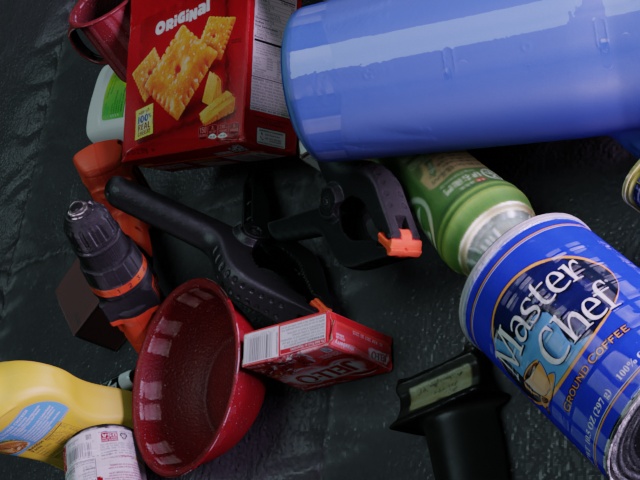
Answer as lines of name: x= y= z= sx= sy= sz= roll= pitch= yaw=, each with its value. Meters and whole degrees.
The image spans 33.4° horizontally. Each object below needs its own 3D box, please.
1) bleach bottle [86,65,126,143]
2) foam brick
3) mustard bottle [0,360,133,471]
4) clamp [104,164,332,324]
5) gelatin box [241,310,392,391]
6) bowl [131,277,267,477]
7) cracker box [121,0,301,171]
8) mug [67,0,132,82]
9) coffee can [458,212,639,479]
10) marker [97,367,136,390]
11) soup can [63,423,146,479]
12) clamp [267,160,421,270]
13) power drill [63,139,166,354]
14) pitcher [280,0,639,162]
bleach bottle: x=-0.124 y=-0.152 z=1.055 sx=0.251 sy=0.068 sz=0.102 roll=-10 pitch=59 yaw=39
foam brick: x=-0.216 y=0.060 z=1.040 sx=0.053 sy=0.051 sz=0.078 roll=-51 pitch=42 yaw=13
mustard bottle: x=-0.241 y=0.148 z=0.912 sx=0.096 sy=0.191 sz=0.058 roll=-39 pitch=46 yaw=24
clamp: x=-0.056 y=0.001 z=0.880 sx=0.210 sy=0.164 sz=0.036 roll=40 pitch=124 yaw=27
gelatin box: x=-0.002 y=0.084 z=0.795 sx=0.089 sy=0.073 sz=0.030 roll=-18 pitch=58 yaw=37
bowl: x=-0.092 y=0.114 z=0.871 sx=0.162 sy=0.055 sz=0.162 roll=-25 pitch=57 yaw=46
cracker box: x=-0.098 y=-0.175 z=0.938 sx=0.164 sy=0.071 sz=0.214 roll=-3 pitch=83 yaw=43
mug: x=-0.194 y=-0.205 z=1.047 sx=0.117 sy=0.081 sz=0.093 roll=-16 pitch=40 yaw=26
coffee can: x=0.161 y=0.062 z=0.620 sx=0.103 sy=0.102 sz=0.140 roll=-53 pitch=42 yaw=10
marker: x=-0.195 y=0.139 z=1.001 sx=0.121 sy=0.020 sz=0.020 roll=-27 pitch=52 yaw=33
soup can: x=-0.176 y=0.211 z=0.881 sx=0.069 sy=0.068 sz=0.102 roll=-39 pitch=45 yaw=24
clamp: x=0.017 y=-0.038 z=0.787 sx=0.172 sy=0.039 sz=0.120 roll=25 pitch=115 yaw=51
power drill: x=-0.185 y=-0.008 z=0.964 sx=0.057 sy=0.184 sz=0.188 roll=-18 pitch=43 yaw=2
pitcher: x=0.100 y=-0.131 z=0.697 sx=0.243 sy=0.145 sz=0.149 roll=-7 pitch=55 yaw=18
